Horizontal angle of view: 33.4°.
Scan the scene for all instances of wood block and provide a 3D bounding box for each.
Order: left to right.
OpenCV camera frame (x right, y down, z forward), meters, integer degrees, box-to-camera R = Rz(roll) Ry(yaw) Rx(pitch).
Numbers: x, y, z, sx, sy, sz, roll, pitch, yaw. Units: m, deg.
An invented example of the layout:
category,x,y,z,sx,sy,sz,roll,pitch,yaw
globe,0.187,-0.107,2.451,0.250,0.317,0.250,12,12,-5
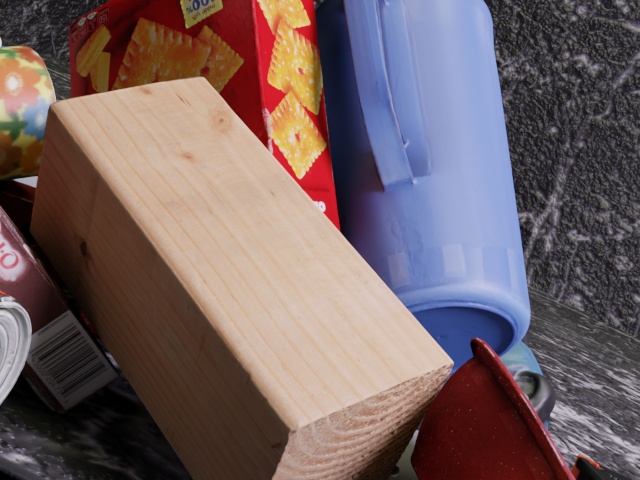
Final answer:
category,x,y,z,sx,sy,sz,roll,pitch,yaw
wood block,-0.047,0.024,0.500,0.090,0.091,0.206,-16,53,-36

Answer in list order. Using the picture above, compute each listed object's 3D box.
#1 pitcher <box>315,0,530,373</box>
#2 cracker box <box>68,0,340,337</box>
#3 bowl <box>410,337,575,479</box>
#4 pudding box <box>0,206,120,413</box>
category,x,y,z,sx,sy,sz,roll,pitch,yaw
pitcher,0.056,-0.048,0.671,0.149,0.145,0.243,12,53,-25
cracker box,-0.077,-0.057,0.652,0.164,0.214,0.072,-16,-18,36
bowl,0.085,0.127,0.480,0.162,0.055,0.162,63,-1,1
pudding box,-0.153,0.020,0.526,0.090,0.039,0.113,36,-24,58
